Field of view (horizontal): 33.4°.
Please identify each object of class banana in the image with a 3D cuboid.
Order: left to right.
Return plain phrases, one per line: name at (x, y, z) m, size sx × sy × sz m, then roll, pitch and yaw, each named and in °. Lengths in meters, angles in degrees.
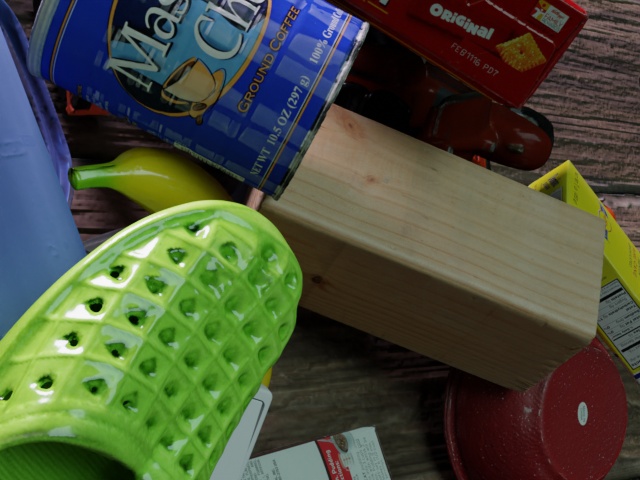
banana at (-0.064, 0.019, 0.583) m, size 0.069 × 0.037 × 0.197 m, roll -35°, pitch 123°, yaw -11°

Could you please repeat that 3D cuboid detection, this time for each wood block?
wood block at (0.057, 0.005, 0.647) m, size 0.206 × 0.091 × 0.090 m, roll 22°, pitch 55°, yaw -9°

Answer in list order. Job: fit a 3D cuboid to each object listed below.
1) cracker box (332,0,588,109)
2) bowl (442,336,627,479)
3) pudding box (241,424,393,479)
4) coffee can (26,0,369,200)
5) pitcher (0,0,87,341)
cracker box at (0.050, -0.171, 0.647) m, size 0.164 × 0.072 × 0.213 m, roll 28°, pitch 19°, yaw -14°
bowl at (0.159, 0.117, 0.727) m, size 0.161 × 0.055 × 0.162 m, roll 3°, pitch 85°, yaw -37°
pudding box at (-0.006, 0.160, 0.607) m, size 0.113 × 0.039 × 0.090 m, roll -9°, pitch 74°, yaw -35°
coffee can at (-0.060, -0.097, 0.539) m, size 0.140 × 0.103 × 0.102 m, roll 27°, pitch 50°, yaw -5°
pitcher at (-0.183, -0.031, 0.509) m, size 0.149 × 0.145 × 0.243 m, roll -24°, pitch 87°, yaw -18°
